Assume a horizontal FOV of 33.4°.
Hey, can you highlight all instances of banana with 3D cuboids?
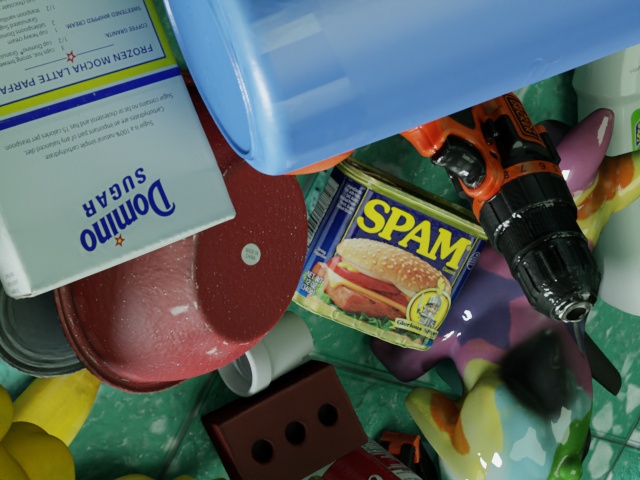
[{"bbox_3d":[-0.187,0.119,0.519,0.197,0.037,0.069,-25,127,-29],"label":"banana"}]

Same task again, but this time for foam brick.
[{"bbox_3d":[-0.021,0.110,0.625,0.078,0.051,0.053,-27,94,-18],"label":"foam brick"}]

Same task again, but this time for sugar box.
[{"bbox_3d":[-0.109,-0.074,0.421,0.093,0.048,0.176,-22,97,-29],"label":"sugar box"}]

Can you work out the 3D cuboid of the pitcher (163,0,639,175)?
[{"bbox_3d":[0.064,-0.115,0.415,0.242,0.145,0.149,-24,126,-12],"label":"pitcher"}]

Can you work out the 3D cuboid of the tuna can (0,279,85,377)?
[{"bbox_3d":[-0.128,0.021,0.518,0.086,0.034,0.086,-19,124,-32],"label":"tuna can"}]

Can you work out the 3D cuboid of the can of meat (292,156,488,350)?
[{"bbox_3d":[0.037,0.008,0.620,0.102,0.057,0.084,23,101,-19],"label":"can of meat"}]

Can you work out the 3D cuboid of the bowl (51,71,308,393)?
[{"bbox_3d":[-0.053,0.001,0.519,0.161,0.055,0.162,-22,117,-53],"label":"bowl"}]

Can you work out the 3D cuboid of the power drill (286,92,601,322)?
[{"bbox_3d":[0.054,-0.048,0.550,0.187,0.184,0.057,18,129,-39],"label":"power drill"}]

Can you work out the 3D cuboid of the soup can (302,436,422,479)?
[{"bbox_3d":[0.020,0.157,0.668,0.068,0.102,0.068,-19,124,-32],"label":"soup can"}]
